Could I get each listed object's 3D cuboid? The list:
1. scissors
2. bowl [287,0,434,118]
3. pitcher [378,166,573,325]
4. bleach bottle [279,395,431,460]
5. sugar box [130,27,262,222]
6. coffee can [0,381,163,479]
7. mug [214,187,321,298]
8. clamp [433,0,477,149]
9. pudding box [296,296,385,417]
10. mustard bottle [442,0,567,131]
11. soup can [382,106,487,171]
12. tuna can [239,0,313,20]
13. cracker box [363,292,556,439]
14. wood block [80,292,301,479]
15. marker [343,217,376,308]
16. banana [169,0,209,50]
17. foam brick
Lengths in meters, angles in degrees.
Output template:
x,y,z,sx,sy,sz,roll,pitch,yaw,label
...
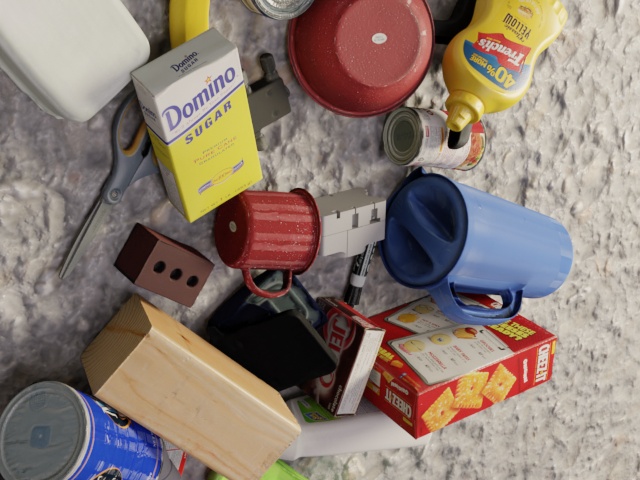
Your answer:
x,y,z,sx,sy,sz,roll,pitch,yaw,label
-0.184,-0.050,1.040,0.096,0.016,0.202,11,104,-40,scissors
0.050,-0.203,1.083,0.162,0.055,0.162,-3,102,-15,bowl
0.196,0.015,1.276,0.242,0.145,0.149,11,102,-43,pitcher
0.007,0.214,1.262,0.250,0.103,0.068,-1,108,-30,bleach bottle
-0.112,-0.105,1.007,0.093,0.048,0.176,-34,148,-18,sugar box
-0.231,0.202,1.035,0.103,0.103,0.140,-55,150,-4,coffee can
-0.057,0.001,1.104,0.081,0.093,0.117,2,84,-33,mug
0.158,-0.224,1.185,0.164,0.036,0.209,49,64,-14,clamp
0.019,0.133,1.226,0.039,0.090,0.113,6,107,-39,pudding box
0.184,-0.194,1.138,0.096,0.058,0.191,35,70,-9,mustard bottle
0.129,-0.115,1.211,0.102,0.069,0.068,1,110,-36,soup can
-0.041,-0.259,1.039,0.086,0.034,0.086,-16,119,-31,tuna can
0.147,0.139,1.276,0.213,0.164,0.072,-16,121,-30,cracker box
-0.131,0.156,1.090,0.206,0.091,0.090,40,93,-28,wood block
0.050,0.022,1.246,0.020,0.020,0.121,5,107,-38,marker
-0.112,-0.203,1.009,0.069,0.037,0.198,-8,115,-35,banana
-0.156,0.025,1.071,0.078,0.051,0.053,27,93,-42,foam brick
